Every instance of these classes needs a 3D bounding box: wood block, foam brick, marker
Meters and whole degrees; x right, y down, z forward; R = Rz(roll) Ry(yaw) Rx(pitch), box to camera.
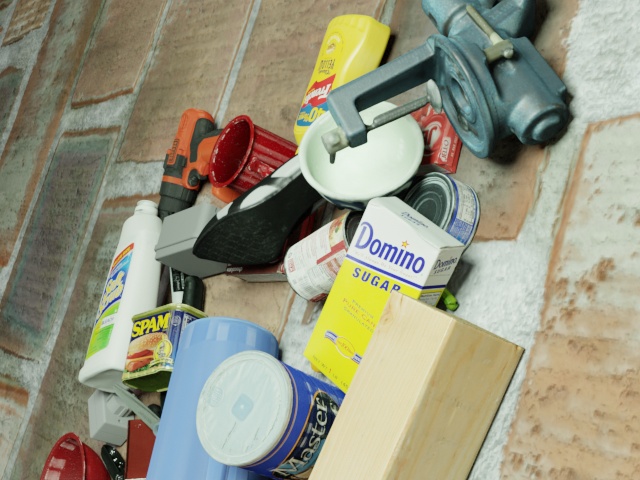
[{"bbox_3d":[0.075,0.160,0.903,0.091,0.090,0.206,25,91,58],"label":"wood block"},{"bbox_3d":[-0.201,0.257,1.263,0.053,0.051,0.078,87,179,-56],"label":"foam brick"},{"bbox_3d":[-0.190,0.022,1.397,0.020,0.020,0.121,-9,86,53],"label":"marker"}]

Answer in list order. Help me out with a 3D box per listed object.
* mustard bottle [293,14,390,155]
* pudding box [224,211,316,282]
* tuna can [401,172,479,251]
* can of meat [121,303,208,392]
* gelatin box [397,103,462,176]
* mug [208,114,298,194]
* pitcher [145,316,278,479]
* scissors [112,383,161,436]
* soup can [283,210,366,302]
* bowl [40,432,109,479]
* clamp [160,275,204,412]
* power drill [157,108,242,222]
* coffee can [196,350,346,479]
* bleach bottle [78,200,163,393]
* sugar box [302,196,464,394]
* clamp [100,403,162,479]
[{"bbox_3d":[0.015,-0.158,1.213,0.096,0.058,0.191,11,81,58],"label":"mustard bottle"},{"bbox_3d":[-0.058,0.001,1.239,0.114,0.039,0.090,-7,65,54],"label":"pudding box"},{"bbox_3d":[0.109,-0.021,1.014,0.086,0.033,0.086,-33,46,42],"label":"tuna can"},{"bbox_3d":[-0.186,0.130,1.267,0.102,0.057,0.084,-18,54,40],"label":"can of meat"},{"bbox_3d":[0.105,-0.103,1.073,0.089,0.030,0.073,-2,71,56],"label":"gelatin box"},{"bbox_3d":[-0.070,-0.090,1.273,0.117,0.081,0.093,30,96,58],"label":"mug"},{"bbox_3d":[-0.106,0.203,1.106,0.149,0.145,0.242,-7,59,24],"label":"pitcher"},{"bbox_3d":[-0.183,0.239,1.226,0.202,0.016,0.096,15,83,34],"label":"scissors"},{"bbox_3d":[0.018,0.016,1.093,0.102,0.068,0.068,-31,47,44],"label":"soup can"},{"bbox_3d":[-0.319,0.336,1.396,0.162,0.055,0.162,-34,47,46],"label":"bowl"},{"bbox_3d":[-0.168,0.148,1.312,0.165,0.036,0.210,-60,33,12],"label":"clamp"},{"bbox_3d":[-0.154,-0.088,1.417,0.188,0.057,0.184,8,83,56],"label":"power drill"},{"bbox_3d":[-0.031,0.169,0.981,0.103,0.140,0.103,-16,60,30],"label":"coffee can"},{"bbox_3d":[-0.249,0.065,1.394,0.103,0.068,0.251,-29,47,47],"label":"bleach bottle"},{"bbox_3d":[0.055,0.057,0.984,0.093,0.048,0.176,37,118,35],"label":"sugar box"},{"bbox_3d":[-0.239,0.298,1.324,0.120,0.039,0.171,-41,36,39],"label":"clamp"}]
